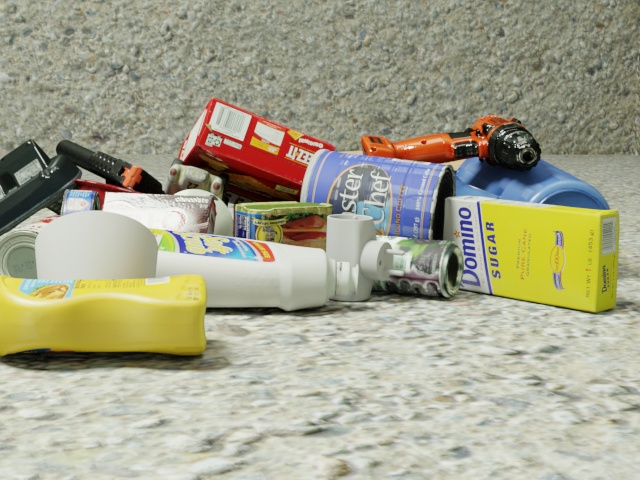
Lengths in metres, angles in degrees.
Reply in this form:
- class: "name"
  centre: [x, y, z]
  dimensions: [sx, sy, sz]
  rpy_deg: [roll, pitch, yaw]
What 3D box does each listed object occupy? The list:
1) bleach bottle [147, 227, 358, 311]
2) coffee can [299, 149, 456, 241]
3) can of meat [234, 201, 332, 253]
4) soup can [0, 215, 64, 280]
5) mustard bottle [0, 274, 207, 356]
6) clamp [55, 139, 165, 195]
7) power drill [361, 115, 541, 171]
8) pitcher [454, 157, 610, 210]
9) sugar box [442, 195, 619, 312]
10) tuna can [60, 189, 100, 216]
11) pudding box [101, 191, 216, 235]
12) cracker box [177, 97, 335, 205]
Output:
- class: "bleach bottle"
  centre: [-0.092, 0.027, 0.964]
  dimensions: [0.251, 0.068, 0.102]
  rpy_deg: [3, 16, -1]
- class: "coffee can"
  centre: [0.061, -0.037, 1.111]
  dimensions: [0.140, 0.103, 0.102]
  rpy_deg: [8, 10, 18]
- class: "can of meat"
  centre: [-0.036, 0.006, 1.045]
  dimensions: [0.101, 0.084, 0.058]
  rpy_deg: [-3, 9, -32]
- class: "soup can"
  centre: [-0.259, 0.016, 0.998]
  dimensions: [0.068, 0.068, 0.102]
  rpy_deg: [2, 9, 4]
- class: "mustard bottle"
  centre: [-0.179, 0.054, 0.772]
  dimensions: [0.191, 0.058, 0.096]
  rpy_deg: [1, 7, -7]
- class: "clamp"
  centre: [-0.254, -0.084, 1.317]
  dimensions: [0.164, 0.036, 0.210]
  rpy_deg: [27, -4, -10]
- class: "power drill"
  centre: [0.145, -0.098, 1.211]
  dimensions: [0.187, 0.057, 0.184]
  rpy_deg: [-8, 12, -2]
- class: "pitcher"
  centre: [0.234, -0.037, 1.245]
  dimensions: [0.149, 0.145, 0.243]
  rpy_deg: [-26, 14, -3]
- class: "sugar box"
  centre: [0.198, 0.010, 1.028]
  dimensions: [0.177, 0.093, 0.048]
  rpy_deg: [7, 10, 41]
- class: "tuna can"
  centre: [-0.252, -0.011, 1.124]
  dimensions: [0.033, 0.086, 0.086]
  rpy_deg: [2, 8, -6]
- class: "pudding box"
  centre: [-0.163, 0.000, 1.048]
  dimensions: [0.113, 0.090, 0.039]
  rpy_deg: [3, -30, 3]
- class: "cracker box"
  centre: [-0.092, -0.096, 1.364]
  dimensions: [0.164, 0.072, 0.214]
  rpy_deg: [20, -14, -12]
